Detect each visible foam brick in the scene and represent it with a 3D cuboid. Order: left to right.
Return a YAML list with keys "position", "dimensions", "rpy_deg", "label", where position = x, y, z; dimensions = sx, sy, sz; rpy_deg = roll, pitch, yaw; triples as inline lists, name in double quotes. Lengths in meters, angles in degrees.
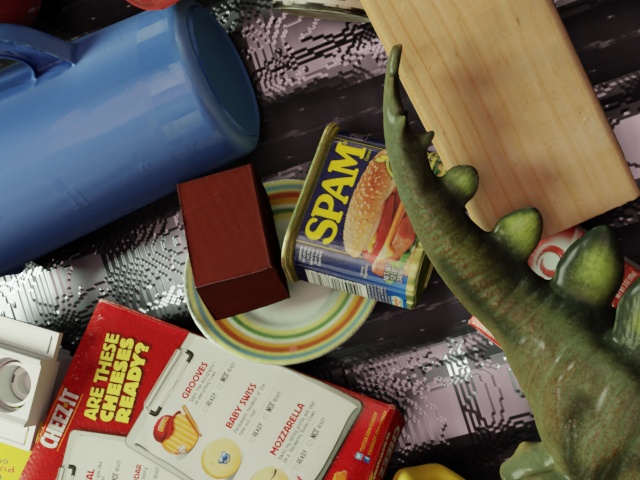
- position: [-0.054, 0.001, 0.671]
  dimensions: [0.051, 0.053, 0.078]
  rpy_deg: [-14, 64, 3]
  label: "foam brick"

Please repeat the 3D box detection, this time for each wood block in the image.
- position: [0.093, -0.108, 0.600]
  dimensions: [0.090, 0.090, 0.206]
  rpy_deg: [-25, 105, 18]
  label: "wood block"

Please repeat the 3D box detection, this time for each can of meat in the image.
- position: [0.033, -0.014, 0.661]
  dimensions: [0.084, 0.057, 0.102]
  rpy_deg: [15, 68, 14]
  label: "can of meat"

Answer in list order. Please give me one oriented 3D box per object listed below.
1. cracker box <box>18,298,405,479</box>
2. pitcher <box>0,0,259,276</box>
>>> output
- position: [-0.073, 0.151, 0.691]
  dimensions: [0.214, 0.072, 0.164]
  rpy_deg: [18, 76, 17]
  label: "cracker box"
- position: [-0.172, -0.070, 0.695]
  dimensions: [0.243, 0.149, 0.145]
  rpy_deg: [-22, 89, 15]
  label: "pitcher"
